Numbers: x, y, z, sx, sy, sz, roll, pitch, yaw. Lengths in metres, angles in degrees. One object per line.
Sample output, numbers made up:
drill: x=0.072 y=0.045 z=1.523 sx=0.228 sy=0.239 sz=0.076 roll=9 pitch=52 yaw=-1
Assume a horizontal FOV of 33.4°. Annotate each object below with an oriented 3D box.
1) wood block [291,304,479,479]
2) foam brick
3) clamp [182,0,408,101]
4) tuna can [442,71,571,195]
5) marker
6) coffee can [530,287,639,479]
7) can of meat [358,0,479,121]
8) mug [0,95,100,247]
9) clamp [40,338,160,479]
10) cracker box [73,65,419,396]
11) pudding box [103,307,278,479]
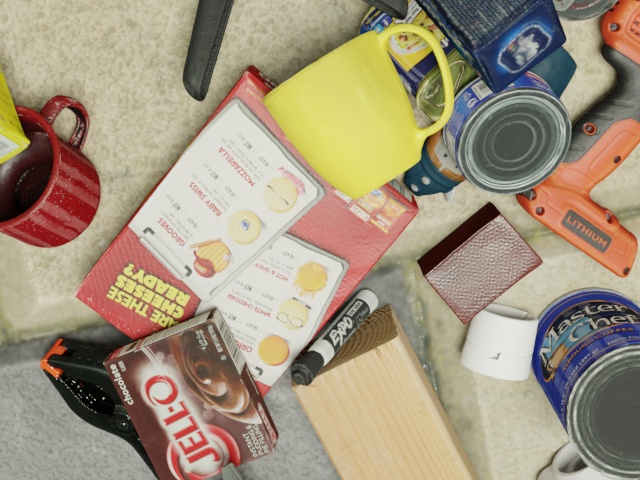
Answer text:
wood block: x=0.063 y=0.169 z=0.842 sx=0.091 sy=0.090 sz=0.206 roll=-26 pitch=102 yaw=5
foam brick: x=0.122 y=0.016 z=0.825 sx=0.078 sy=0.051 sz=0.053 roll=-39 pitch=100 yaw=9
clamp: x=-0.039 y=-0.216 z=0.747 sx=0.164 sy=0.036 sz=0.210 roll=-15 pitch=83 yaw=0
tuna can: x=0.132 y=-0.076 z=0.753 sx=0.086 sy=0.034 sz=0.086 roll=-6 pitch=124 yaw=-9
marker: x=0.011 y=0.073 z=0.807 sx=0.020 sy=0.121 sz=0.020 roll=14 pitch=122 yaw=23
coffee can: x=0.219 y=0.103 z=0.799 sx=0.103 sy=0.140 sz=0.103 roll=0 pitch=103 yaw=0
can of meat: x=0.088 y=-0.151 z=0.763 sx=0.102 sy=0.057 sz=0.084 roll=-43 pitch=61 yaw=9
mug: x=-0.209 y=-0.052 z=0.785 sx=0.093 sy=0.081 sz=0.117 roll=26 pitch=84 yaw=20
clamp: x=-0.148 y=0.144 z=0.857 sx=0.171 sy=0.039 sz=0.120 roll=30 pitch=125 yaw=5
cracker box: x=-0.055 y=0.001 z=0.812 sx=0.164 sy=0.072 sz=0.214 roll=38 pitch=102 yaw=-8
pudding box: x=-0.093 y=0.117 z=0.783 sx=0.090 sy=0.039 sz=0.113 roll=-22 pitch=98 yaw=8
